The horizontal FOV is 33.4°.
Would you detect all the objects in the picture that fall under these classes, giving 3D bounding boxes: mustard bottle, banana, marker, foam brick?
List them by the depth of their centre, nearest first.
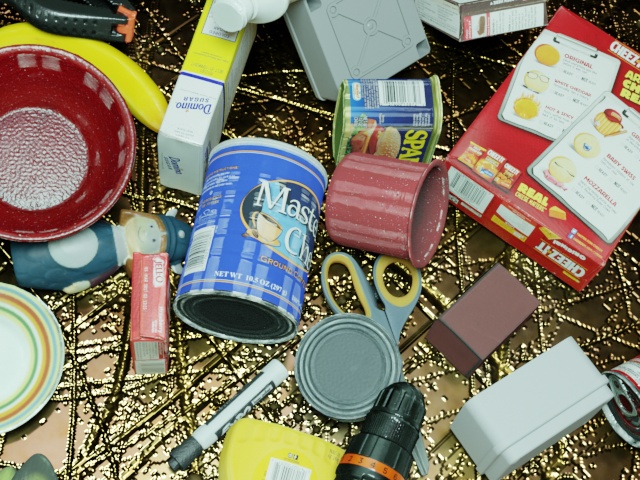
[{"bbox_3d":[-0.046,0.237,0.795,0.096,0.058,0.191,21,64,-12],"label":"mustard bottle"},{"bbox_3d":[-0.075,0.141,0.857,0.121,0.020,0.020,-40,76,-21],"label":"marker"},{"bbox_3d":[0.137,0.067,0.899,0.078,0.053,0.051,-40,76,-22],"label":"foam brick"},{"bbox_3d":[-0.217,-0.155,0.966,0.198,0.037,0.069,19,73,2],"label":"banana"}]

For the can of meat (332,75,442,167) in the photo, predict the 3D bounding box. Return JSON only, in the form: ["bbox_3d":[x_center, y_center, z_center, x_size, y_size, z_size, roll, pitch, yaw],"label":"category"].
[{"bbox_3d":[0.056,-0.101,0.939,0.084,0.102,0.057,0,65,-5],"label":"can of meat"}]

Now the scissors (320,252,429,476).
[{"bbox_3d":[0.072,0.089,0.901,0.096,0.016,0.202,-27,72,-18],"label":"scissors"}]

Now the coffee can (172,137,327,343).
[{"bbox_3d":[-0.056,0.001,0.877,0.103,0.103,0.140,12,65,-2],"label":"coffee can"}]

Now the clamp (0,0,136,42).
[{"bbox_3d":[-0.266,-0.230,0.963,0.210,0.036,0.164,31,46,12],"label":"clamp"}]

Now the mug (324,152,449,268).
[{"bbox_3d":[0.061,-0.033,0.915,0.082,0.093,0.117,12,20,23],"label":"mug"}]

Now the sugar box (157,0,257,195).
[{"bbox_3d":[-0.099,-0.139,0.941,0.048,0.093,0.176,17,64,1],"label":"sugar box"}]

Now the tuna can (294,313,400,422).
[{"bbox_3d":[0.023,0.104,0.867,0.086,0.034,0.086,-2,74,6],"label":"tuna can"}]

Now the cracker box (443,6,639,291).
[{"bbox_3d":[0.227,-0.086,0.970,0.164,0.072,0.213,35,65,8],"label":"cracker box"}]

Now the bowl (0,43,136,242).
[{"bbox_3d":[-0.231,-0.073,0.858,0.162,0.055,0.162,2,78,-12],"label":"bowl"}]

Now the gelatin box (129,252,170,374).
[{"bbox_3d":[-0.134,0.059,0.848,0.030,0.089,0.073,1,65,-7],"label":"gelatin box"}]

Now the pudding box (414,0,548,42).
[{"bbox_3d":[0.149,-0.223,1.008,0.090,0.039,0.113,-14,24,-12],"label":"pudding box"}]

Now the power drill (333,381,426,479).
[{"bbox_3d":[0.089,0.221,0.799,0.187,0.057,0.184,31,65,-8],"label":"power drill"}]
